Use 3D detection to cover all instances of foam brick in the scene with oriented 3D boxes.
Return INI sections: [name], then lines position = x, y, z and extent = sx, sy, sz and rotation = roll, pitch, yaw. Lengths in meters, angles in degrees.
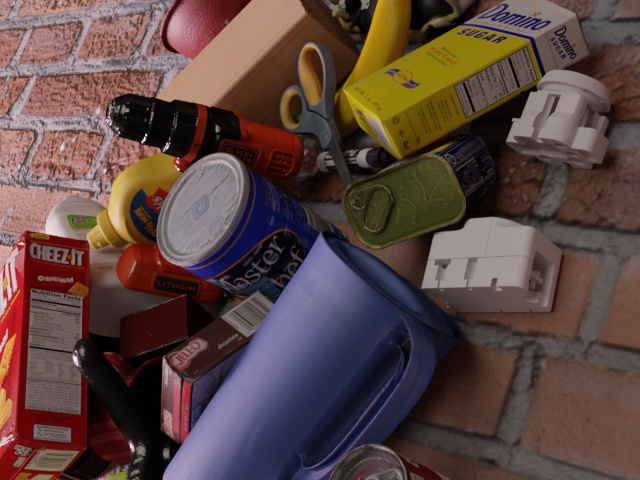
[foam brick]
position = -0.144, 0.094, 1.008
extent = 0.078, 0.053, 0.051
rotation = -21, 51, 18

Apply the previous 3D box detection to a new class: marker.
[marker]
position = 0.031, -0.072, 0.953
extent = 0.121, 0.020, 0.020
rotation = 3, 67, 63

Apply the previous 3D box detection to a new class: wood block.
[wood block]
position = -0.070, -0.157, 1.078
extent = 0.206, 0.090, 0.091
rotation = -42, 43, 18

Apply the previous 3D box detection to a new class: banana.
[banana]
position = 0.034, -0.151, 0.979
extent = 0.070, 0.037, 0.198
rotation = 51, 129, 12

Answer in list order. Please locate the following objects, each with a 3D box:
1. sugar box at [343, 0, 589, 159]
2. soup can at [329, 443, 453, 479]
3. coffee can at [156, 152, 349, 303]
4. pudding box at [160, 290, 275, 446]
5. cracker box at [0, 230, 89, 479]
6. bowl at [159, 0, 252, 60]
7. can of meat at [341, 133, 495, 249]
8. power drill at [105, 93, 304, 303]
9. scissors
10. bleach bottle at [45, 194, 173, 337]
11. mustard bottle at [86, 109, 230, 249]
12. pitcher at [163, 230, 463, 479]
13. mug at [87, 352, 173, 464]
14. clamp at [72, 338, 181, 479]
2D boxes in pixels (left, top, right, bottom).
[sugar box]
position = 0.115, -0.136, 0.857
extent = 0.176, 0.048, 0.093
rotation = -32, 30, -4
[soup can]
position = 0.060, 0.185, 0.722
extent = 0.069, 0.102, 0.068
rotation = -24, 50, 33
[coffee can]
position = -0.056, 0.001, 0.924
extent = 0.103, 0.140, 0.103
rotation = -24, 50, 32
[pudding box]
position = -0.080, 0.107, 0.879
extent = 0.039, 0.090, 0.113
rotation = 36, 48, 26
[cracker box]
position = -0.275, 0.123, 0.997
extent = 0.164, 0.072, 0.214
rotation = -46, 41, 44
[bowl]
position = -0.089, -0.237, 1.130
extent = 0.162, 0.162, 0.055
rotation = -42, 77, 17
[can of meat]
position = 0.081, -0.041, 0.852
extent = 0.102, 0.057, 0.083
rotation = -21, 8, 34
[power drill]
position = -0.126, -0.037, 0.979
extent = 0.057, 0.184, 0.188
rotation = -111, 39, -54
[scissors]
position = -0.002, -0.088, 0.976
extent = 0.096, 0.016, 0.202
rotation = -41, 50, 49
[bleach bottle]
position = -0.230, 0.014, 1.134
extent = 0.251, 0.102, 0.068
rotation = 48, 127, 55
[mustard bottle]
position = -0.146, -0.045, 1.047
extent = 0.192, 0.096, 0.058
rotation = -29, 47, 9
[pitcher]
position = -0.010, 0.126, 0.810
extent = 0.145, 0.149, 0.243
rotation = 39, 99, 17
[mug]
position = -0.168, 0.150, 0.966
extent = 0.082, 0.117, 0.093
rotation = -20, 25, 41
[clamp]
position = -0.134, 0.177, 0.896
extent = 0.036, 0.164, 0.210
rotation = -29, 57, 42
